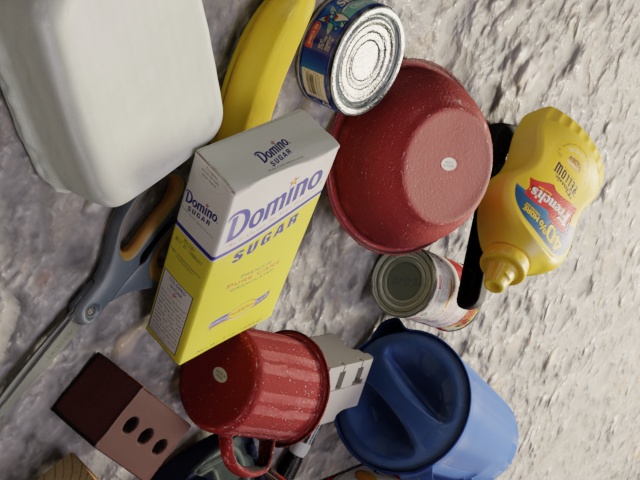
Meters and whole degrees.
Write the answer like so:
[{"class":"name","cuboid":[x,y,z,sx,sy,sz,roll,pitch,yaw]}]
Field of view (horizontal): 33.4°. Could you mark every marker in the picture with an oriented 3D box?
[{"class":"marker","cuboid":[-0.007,0.167,0.977,0.020,0.020,0.121,25,93,-57]}]

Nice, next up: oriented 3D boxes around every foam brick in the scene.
[{"class":"foam brick","cuboid":[-0.137,0.124,0.743,0.053,0.051,0.078,-52,146,-12]}]

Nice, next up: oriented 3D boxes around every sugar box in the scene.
[{"class":"sugar box","cuboid":[-0.055,0.001,0.712,0.093,0.048,0.176,-27,155,-38]}]

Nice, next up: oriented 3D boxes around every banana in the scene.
[{"class":"banana","cuboid":[-0.040,-0.095,0.724,0.069,0.037,0.198,6,109,-55]}]

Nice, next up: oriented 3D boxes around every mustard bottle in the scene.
[{"class":"mustard bottle","cuboid":[0.187,-0.026,0.943,0.096,0.058,0.191,49,52,-20]}]

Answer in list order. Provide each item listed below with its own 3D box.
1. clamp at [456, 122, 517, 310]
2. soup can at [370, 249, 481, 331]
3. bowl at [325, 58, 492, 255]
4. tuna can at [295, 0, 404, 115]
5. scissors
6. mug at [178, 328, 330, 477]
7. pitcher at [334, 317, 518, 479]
[{"class":"clamp","cuboid":[0.151,-0.059,0.982,0.209,0.036,0.164,-46,120,-42]},{"class":"soup can","cuboid":[0.099,0.045,0.985,0.102,0.069,0.068,19,98,-56]},{"class":"bowl","cuboid":[0.084,-0.062,0.848,0.161,0.055,0.162,-8,106,-32]},{"class":"tuna can","cuboid":[0.023,-0.136,0.782,0.086,0.034,0.086,-32,137,-36]},{"class":"scissors","cuboid":[-0.140,0.044,0.713,0.202,0.016,0.096,-59,147,-2]},{"class":"mug","cuboid":[-0.054,0.120,0.810,0.081,0.093,0.117,19,73,-51]},{"class":"pitcher","cuboid":[0.118,0.188,1.055,0.149,0.145,0.242,-60,150,-4]}]
